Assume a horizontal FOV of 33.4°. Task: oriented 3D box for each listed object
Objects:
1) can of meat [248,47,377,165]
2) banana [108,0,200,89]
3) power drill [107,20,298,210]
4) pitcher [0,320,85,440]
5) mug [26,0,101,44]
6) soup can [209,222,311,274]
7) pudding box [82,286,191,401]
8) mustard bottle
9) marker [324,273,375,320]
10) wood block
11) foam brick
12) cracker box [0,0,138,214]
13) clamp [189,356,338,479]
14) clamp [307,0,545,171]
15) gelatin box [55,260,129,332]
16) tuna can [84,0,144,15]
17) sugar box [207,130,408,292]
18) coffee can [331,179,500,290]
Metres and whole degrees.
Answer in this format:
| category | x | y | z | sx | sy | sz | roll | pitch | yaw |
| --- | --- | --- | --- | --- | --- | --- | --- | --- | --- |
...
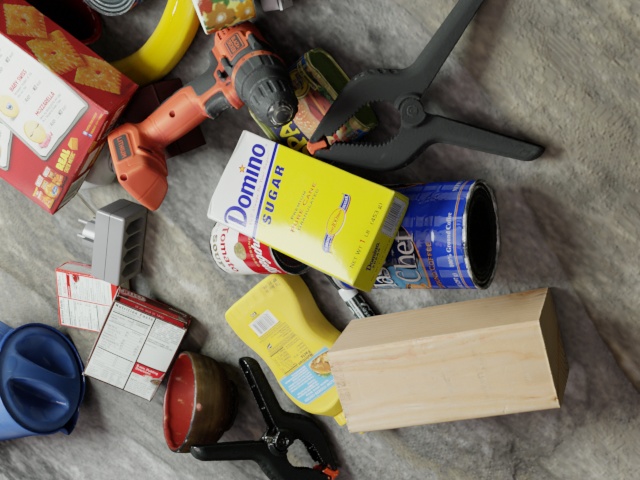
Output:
| category | x | y | z | sx | sy | sz | roll | pitch | yaw |
| --- | --- | --- | --- | --- | --- | --- | --- | --- | --- |
| can of meat | -0.005 | -0.123 | 1.039 | 0.084 | 0.057 | 0.102 | -39 | 89 | 28 |
| banana | -0.170 | -0.207 | 1.093 | 0.198 | 0.037 | 0.069 | -34 | 107 | 35 |
| power drill | -0.110 | -0.114 | 1.008 | 0.188 | 0.184 | 0.057 | -39 | 125 | 8 |
| pitcher | -0.423 | 0.181 | 1.312 | 0.243 | 0.144 | 0.149 | -17 | 73 | 33 |
| mug | -0.300 | -0.226 | 1.127 | 0.117 | 0.093 | 0.082 | 45 | 126 | -3 |
| soup can | -0.057 | 0.001 | 1.085 | 0.102 | 0.068 | 0.068 | -3 | 108 | 48 |
| pudding box | -0.210 | 0.119 | 1.216 | 0.090 | 0.039 | 0.114 | 24 | 113 | -8 |
| mustard bottle | -0.010 | 0.125 | 1.128 | 0.096 | 0.058 | 0.191 | -40 | 88 | 32 |
| marker | 0.043 | 0.074 | 1.106 | 0.020 | 0.020 | 0.121 | -36 | 90 | 31 |
| wood block | 0.124 | 0.117 | 1.027 | 0.206 | 0.090 | 0.090 | -11 | 103 | 22 |
| foam brick | -0.167 | -0.124 | 1.120 | 0.053 | 0.051 | 0.078 | -16 | 100 | 31 |
| cracker box | -0.312 | -0.153 | 1.079 | 0.213 | 0.072 | 0.164 | 37 | 130 | -2 |
| clamp | -0.058 | 0.221 | 1.153 | 0.171 | 0.120 | 0.039 | 44 | 166 | -16 |
| clamp | 0.085 | -0.131 | 0.971 | 0.210 | 0.036 | 0.164 | -13 | 99 | 7 |
| gelatin box | -0.266 | 0.068 | 1.250 | 0.089 | 0.030 | 0.073 | 9 | 113 | 23 |
| tuna can | -0.212 | -0.275 | 1.086 | 0.086 | 0.033 | 0.086 | 16 | 126 | 24 |
| sugar box | -0.015 | -0.029 | 0.979 | 0.176 | 0.048 | 0.093 | 24 | 89 | 27 |
| coffee can | 0.087 | -0.004 | 1.008 | 0.140 | 0.102 | 0.103 | -1 | 107 | 26 |
